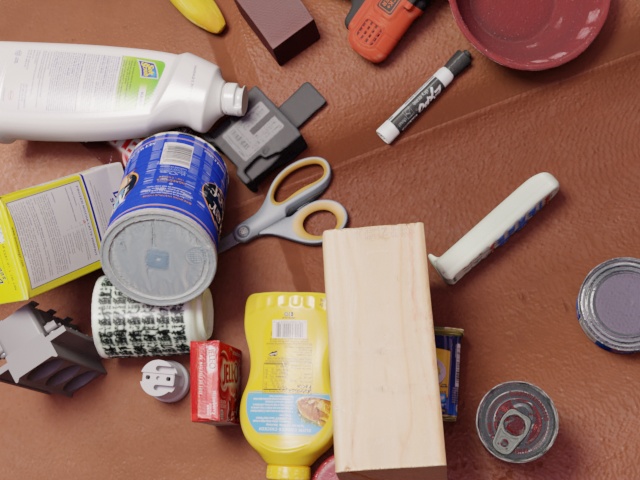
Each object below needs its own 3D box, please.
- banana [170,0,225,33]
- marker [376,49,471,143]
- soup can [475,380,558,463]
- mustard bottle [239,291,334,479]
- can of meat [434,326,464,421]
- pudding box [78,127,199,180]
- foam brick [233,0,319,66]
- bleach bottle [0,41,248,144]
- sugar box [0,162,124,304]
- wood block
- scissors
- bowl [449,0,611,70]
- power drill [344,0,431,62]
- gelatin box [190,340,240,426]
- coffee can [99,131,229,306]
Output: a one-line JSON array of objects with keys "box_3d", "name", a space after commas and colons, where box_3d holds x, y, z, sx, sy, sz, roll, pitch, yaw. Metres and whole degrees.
[{"box_3d": [-0.147, -0.304, 1.119, 0.069, 0.037, 0.198, -12, 76, 7], "name": "banana"}, {"box_3d": [0.104, -0.144, 1.055, 0.121, 0.020, 0.020, -45, 75, -3], "name": "marker"}, {"box_3d": [0.171, 0.161, 0.936, 0.068, 0.102, 0.068, -2, 78, 8], "name": "soup can"}, {"box_3d": [-0.026, 0.146, 0.992, 0.096, 0.058, 0.191, 0, 78, 12], "name": "mustard bottle"}, {"box_3d": [0.079, 0.121, 0.983, 0.102, 0.057, 0.084, 3, 80, 9], "name": "can of meat"}, {"box_3d": [-0.193, -0.113, 1.084, 0.113, 0.039, 0.090, 40, 87, 15], "name": "pudding box"}, {"box_3d": [-0.045, -0.227, 1.079, 0.053, 0.051, 0.078, -35, 75, -1], "name": "foam brick"}, {"box_3d": [-0.196, -0.137, 1.037, 0.251, 0.068, 0.102, 5, 80, 9], "name": "bleach bottle"}, {"box_3d": [-0.241, -0.011, 0.992, 0.048, 0.176, 0.093, -9, 99, 26], "name": "sugar box"}, {"box_3d": [0.054, 0.099, 0.905, 0.090, 0.091, 0.206, -5, 67, 5], "name": "wood block"}, {"box_3d": [-0.057, 0.001, 1.050, 0.202, 0.016, 0.096, -43, 75, -2], "name": "scissors"}, {"box_3d": [0.194, -0.240, 1.029, 0.162, 0.055, 0.162, 0, 89, -8], "name": "bowl"}, {"box_3d": [0.043, -0.298, 1.057, 0.188, 0.057, 0.184, 40, 103, 16], "name": "power drill"}, {"box_3d": [-0.096, 0.133, 0.990, 0.030, 0.089, 0.073, -3, 77, 8], "name": "gelatin box"}, {"box_3d": [-0.141, -0.022, 0.985, 0.103, 0.103, 0.140, -9, 35, 7], "name": "coffee can"}]
